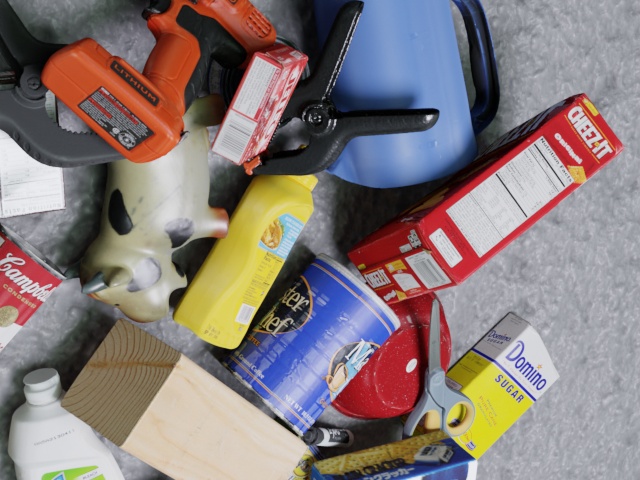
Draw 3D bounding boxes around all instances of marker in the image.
[{"bbox_3d":[0.007,0.195,1.056,0.020,0.020,0.121,-60,158,-1],"label":"marker"}]

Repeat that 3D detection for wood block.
[{"bbox_3d":[-0.113,0.162,0.935,0.090,0.091,0.206,-57,138,-12],"label":"wood block"}]

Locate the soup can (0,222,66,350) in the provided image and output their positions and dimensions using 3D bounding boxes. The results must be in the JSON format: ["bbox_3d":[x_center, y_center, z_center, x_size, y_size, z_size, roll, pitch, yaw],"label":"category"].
[{"bbox_3d":[-0.261,0.046,0.846,0.102,0.069,0.068,-50,125,-7],"label":"soup can"}]

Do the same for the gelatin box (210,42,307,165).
[{"bbox_3d":[-0.047,-0.109,0.844,0.030,0.073,0.089,29,109,5],"label":"gelatin box"}]

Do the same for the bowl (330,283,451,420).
[{"bbox_3d":[0.079,0.120,1.089,0.161,0.055,0.162,-11,112,-29],"label":"bowl"}]

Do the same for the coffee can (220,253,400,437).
[{"bbox_3d":[-0.009,0.097,0.998,0.140,0.103,0.102,-48,125,-8],"label":"coffee can"}]

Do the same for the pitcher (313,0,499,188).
[{"bbox_3d":[0.067,-0.179,0.935,0.149,0.145,0.243,-51,135,-59],"label":"pitcher"}]

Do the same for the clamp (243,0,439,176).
[{"bbox_3d":[0.000,-0.116,0.885,0.172,0.039,0.120,-24,94,20],"label":"clamp"}]

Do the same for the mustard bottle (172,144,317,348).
[{"bbox_3d":[-0.057,0.001,0.950,0.191,0.058,0.096,-60,160,-1],"label":"mustard bottle"}]

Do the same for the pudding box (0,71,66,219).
[{"bbox_3d":[-0.249,-0.073,0.829,0.089,0.039,0.113,-10,113,-28],"label":"pudding box"}]

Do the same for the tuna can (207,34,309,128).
[{"bbox_3d":[-0.054,-0.139,0.928,0.086,0.034,0.086,-11,112,-28],"label":"tuna can"}]

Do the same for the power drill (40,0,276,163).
[{"bbox_3d":[-0.130,-0.164,0.799,0.184,0.057,0.187,42,48,-19],"label":"power drill"}]

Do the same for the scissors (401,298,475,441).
[{"bbox_3d":[0.129,0.138,1.074,0.096,0.016,0.202,-8,122,-32],"label":"scissors"}]

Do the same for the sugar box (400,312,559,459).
[{"bbox_3d":[0.179,0.172,1.175,0.176,0.048,0.093,-41,123,-12],"label":"sugar box"}]

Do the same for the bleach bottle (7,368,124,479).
[{"bbox_3d":[-0.210,0.226,0.946,0.102,0.068,0.251,-21,114,-28],"label":"bleach bottle"}]

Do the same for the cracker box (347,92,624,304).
[{"bbox_3d":[0.145,-0.035,0.974,0.213,0.164,0.072,-37,94,-21],"label":"cracker box"}]

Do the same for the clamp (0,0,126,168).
[{"bbox_3d":[-0.216,-0.123,0.788,0.209,0.036,0.164,17,78,-21],"label":"clamp"}]
